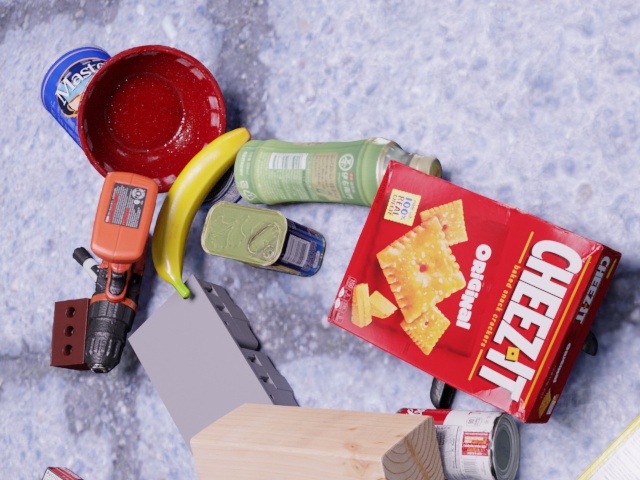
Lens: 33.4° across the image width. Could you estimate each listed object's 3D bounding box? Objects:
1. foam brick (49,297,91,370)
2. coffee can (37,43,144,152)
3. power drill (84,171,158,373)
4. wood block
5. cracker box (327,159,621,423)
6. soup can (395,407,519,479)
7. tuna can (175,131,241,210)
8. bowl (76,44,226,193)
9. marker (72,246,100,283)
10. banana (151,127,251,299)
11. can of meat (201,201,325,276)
[{"bbox_3d":[-0.273,0.108,1.233,0.053,0.051,0.078,-8,73,30],"label":"foam brick"},{"bbox_3d":[-0.255,-0.153,1.259,0.103,0.102,0.140,-51,58,10],"label":"coffee can"},{"bbox_3d":[-0.216,0.029,1.137,0.057,0.188,0.184,10,59,-9],"label":"power drill"},{"bbox_3d":[-0.003,0.205,0.946,0.206,0.090,0.091,-3,104,35],"label":"wood block"},{"bbox_3d":[0.129,0.042,0.943,0.214,0.072,0.164,25,96,30],"label":"cracker box"},{"bbox_3d":[0.119,0.186,0.959,0.102,0.068,0.068,-3,76,31],"label":"soup can"},{"bbox_3d":[-0.121,-0.077,1.197,0.086,0.033,0.086,-9,73,30],"label":"tuna can"},{"bbox_3d":[-0.187,-0.135,1.162,0.162,0.162,0.055,-60,25,5],"label":"bowl"},{"bbox_3d":[-0.257,0.046,1.258,0.121,0.020,0.020,42,101,32],"label":"marker"},{"bbox_3d":[-0.135,-0.035,1.141,0.070,0.037,0.198,17,78,12],"label":"banana"},{"bbox_3d":[-0.057,0.001,1.107,0.102,0.083,0.057,10,83,33],"label":"can of meat"}]
